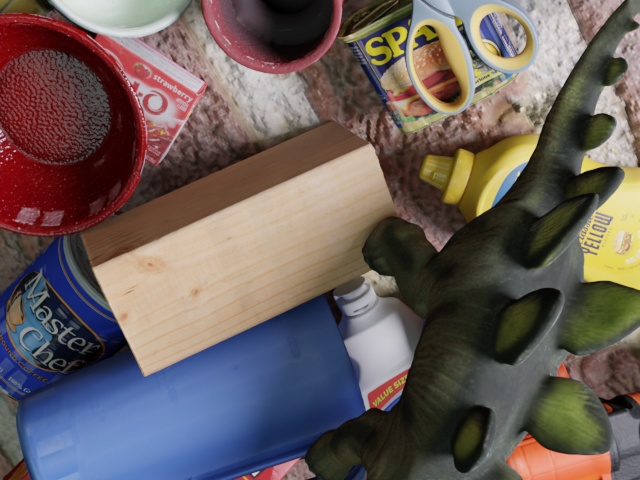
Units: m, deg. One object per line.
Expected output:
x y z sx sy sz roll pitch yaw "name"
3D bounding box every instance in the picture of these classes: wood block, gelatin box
-0.055 0.002 0.763 0.206 0.091 0.090 -25 114 -9 "wood block"
-0.142 -0.110 0.806 0.089 0.030 0.073 33 120 -7 "gelatin box"

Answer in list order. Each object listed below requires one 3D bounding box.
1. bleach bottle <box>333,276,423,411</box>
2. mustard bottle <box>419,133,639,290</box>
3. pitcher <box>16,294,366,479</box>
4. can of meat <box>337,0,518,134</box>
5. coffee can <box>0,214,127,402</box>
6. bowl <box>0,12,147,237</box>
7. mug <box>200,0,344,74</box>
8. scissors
0.071 0.143 0.884 0.103 0.068 0.251 -21 110 21 "bleach bottle"
0.165 -0.025 0.772 0.191 0.058 0.096 18 116 2 "mustard bottle"
-0.089 0.132 0.788 0.242 0.149 0.145 -20 104 -8 "pitcher"
0.077 -0.133 0.733 0.102 0.057 0.084 -24 113 22 "can of meat"
-0.202 0.057 0.869 0.102 0.102 0.140 43 118 -13 "coffee can"
-0.197 -0.086 0.755 0.162 0.055 0.162 2 114 3 "bowl"
-0.035 -0.177 0.717 0.117 0.081 0.093 36 119 -9 "mug"
0.078 -0.173 0.664 0.096 0.016 0.202 -9 120 12 "scissors"
